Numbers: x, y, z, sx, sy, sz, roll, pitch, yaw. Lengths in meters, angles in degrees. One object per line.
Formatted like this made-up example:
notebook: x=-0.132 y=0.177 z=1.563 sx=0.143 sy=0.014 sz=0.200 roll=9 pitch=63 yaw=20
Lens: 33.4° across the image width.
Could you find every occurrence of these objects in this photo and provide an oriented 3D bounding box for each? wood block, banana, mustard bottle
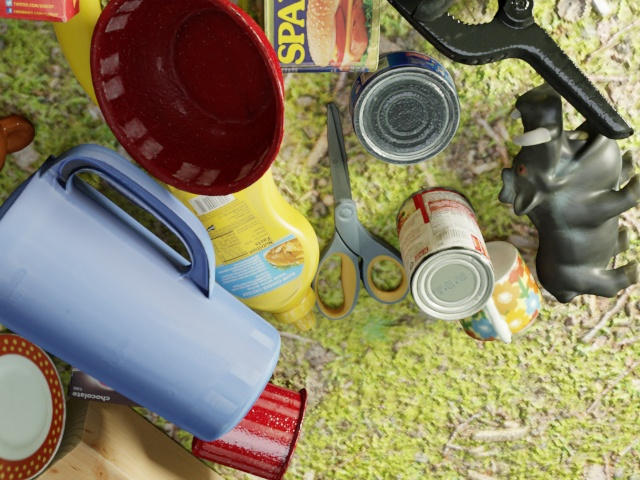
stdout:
wood block: x=-0.167 y=0.239 z=0.990 sx=0.090 sy=0.091 sz=0.206 roll=-39 pitch=114 yaw=19
banana: x=-0.161 y=-0.151 z=0.795 sx=0.069 sy=0.037 sz=0.198 roll=-9 pitch=120 yaw=3
mustard bottle: x=-0.056 y=0.001 z=0.874 sx=0.096 sy=0.058 sz=0.191 roll=-24 pitch=118 yaw=15

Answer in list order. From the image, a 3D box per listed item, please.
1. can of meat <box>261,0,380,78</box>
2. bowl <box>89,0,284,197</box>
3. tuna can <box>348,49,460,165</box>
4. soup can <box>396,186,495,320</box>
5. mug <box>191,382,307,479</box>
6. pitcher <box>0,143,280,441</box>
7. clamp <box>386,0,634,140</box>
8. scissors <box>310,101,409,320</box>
can of meat: x=-0.001 y=-0.171 z=0.778 sx=0.084 sy=0.057 sz=0.102 roll=-2 pitch=121 yaw=-5
bowl: x=-0.084 y=-0.115 z=0.764 sx=0.162 sy=0.055 sz=0.162 roll=16 pitch=125 yaw=23
tuna can: x=0.066 y=-0.102 z=0.833 sx=0.086 sy=0.034 sz=0.086 roll=-1 pitch=120 yaw=-2
soup can: x=0.100 y=0.009 z=0.859 sx=0.068 sy=0.102 sz=0.068 roll=-1 pitch=120 yaw=-2
mug: x=-0.068 y=0.168 z=0.963 sx=0.081 sy=0.093 sz=0.117 roll=19 pitch=154 yaw=-8
pitcher: x=-0.148 y=0.045 z=0.835 sx=0.242 sy=0.149 sz=0.145 roll=35 pitch=71 yaw=-12
clamp: x=0.150 y=-0.179 z=0.777 sx=0.210 sy=0.036 sz=0.164 roll=17 pitch=93 yaw=0
scissors: x=0.039 y=-0.018 z=0.892 sx=0.096 sy=0.016 sz=0.202 roll=5 pitch=120 yaw=-7
